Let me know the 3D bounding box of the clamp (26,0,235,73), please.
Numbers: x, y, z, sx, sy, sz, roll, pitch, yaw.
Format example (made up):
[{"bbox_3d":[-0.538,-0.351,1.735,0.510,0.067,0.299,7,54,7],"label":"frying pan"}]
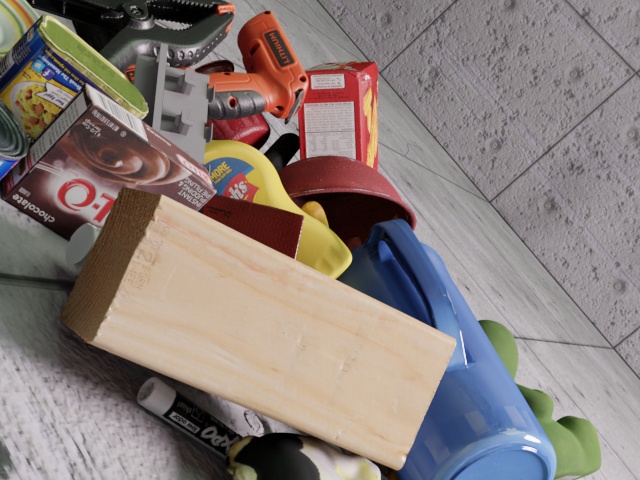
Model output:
[{"bbox_3d":[-0.170,-0.187,0.909,0.209,0.036,0.165,-22,62,-39],"label":"clamp"}]

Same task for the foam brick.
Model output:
[{"bbox_3d":[-0.055,0.001,0.811,0.078,0.053,0.051,14,-12,-1],"label":"foam brick"}]

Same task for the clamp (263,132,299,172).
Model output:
[{"bbox_3d":[-0.059,-0.057,1.024,0.171,0.039,0.120,18,67,-64],"label":"clamp"}]

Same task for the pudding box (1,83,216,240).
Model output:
[{"bbox_3d":[-0.141,-0.038,0.715,0.113,0.090,0.039,37,16,-33],"label":"pudding box"}]

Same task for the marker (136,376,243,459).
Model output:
[{"bbox_3d":[-0.062,0.122,0.657,0.121,0.020,0.020,40,16,-28],"label":"marker"}]

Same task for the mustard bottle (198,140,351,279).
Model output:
[{"bbox_3d":[-0.070,-0.024,0.873,0.191,0.096,0.058,48,12,4],"label":"mustard bottle"}]

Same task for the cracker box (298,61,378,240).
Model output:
[{"bbox_3d":[0.025,-0.075,1.108,0.164,0.072,0.214,-55,142,-76],"label":"cracker box"}]

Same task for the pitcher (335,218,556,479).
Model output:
[{"bbox_3d":[0.086,0.106,0.852,0.149,0.145,0.243,34,16,-36],"label":"pitcher"}]

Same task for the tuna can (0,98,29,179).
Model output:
[{"bbox_3d":[-0.227,-0.072,0.667,0.086,0.034,0.086,44,14,-14],"label":"tuna can"}]

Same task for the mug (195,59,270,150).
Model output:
[{"bbox_3d":[-0.105,-0.114,1.066,0.081,0.093,0.117,55,-21,11],"label":"mug"}]

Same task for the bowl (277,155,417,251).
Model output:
[{"bbox_3d":[0.004,-0.032,0.970,0.161,0.162,0.055,30,49,-51],"label":"bowl"}]

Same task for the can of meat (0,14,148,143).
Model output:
[{"bbox_3d":[-0.185,-0.095,0.751,0.102,0.084,0.057,39,16,-30],"label":"can of meat"}]

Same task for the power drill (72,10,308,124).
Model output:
[{"bbox_3d":[-0.119,-0.160,0.980,0.187,0.057,0.184,-16,68,-27],"label":"power drill"}]

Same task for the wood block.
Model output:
[{"bbox_3d":[-0.037,0.053,0.639,0.205,0.090,0.091,27,-7,-25],"label":"wood block"}]
